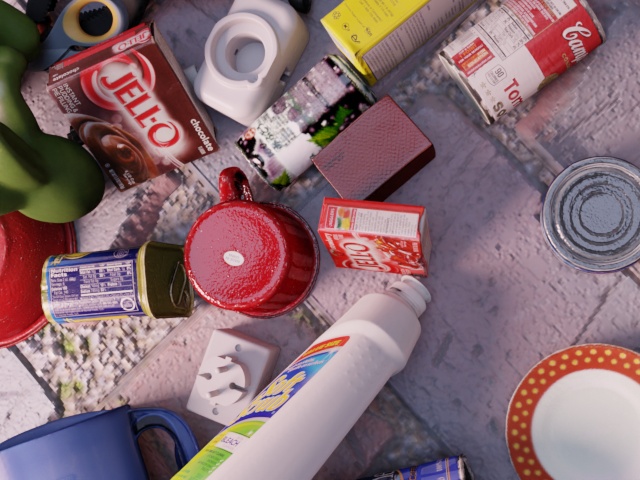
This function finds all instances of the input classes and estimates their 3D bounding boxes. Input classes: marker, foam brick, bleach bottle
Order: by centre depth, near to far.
[{"bbox_3d":[-0.011,0.121,0.764,0.068,0.103,0.250,48,67,-11],"label":"bleach bottle"},{"bbox_3d":[0.041,-0.063,0.804,0.078,0.051,0.053,-39,79,6],"label":"foam brick"},{"bbox_3d":[-0.150,-0.107,0.861,0.121,0.020,0.020,-25,82,9],"label":"marker"}]

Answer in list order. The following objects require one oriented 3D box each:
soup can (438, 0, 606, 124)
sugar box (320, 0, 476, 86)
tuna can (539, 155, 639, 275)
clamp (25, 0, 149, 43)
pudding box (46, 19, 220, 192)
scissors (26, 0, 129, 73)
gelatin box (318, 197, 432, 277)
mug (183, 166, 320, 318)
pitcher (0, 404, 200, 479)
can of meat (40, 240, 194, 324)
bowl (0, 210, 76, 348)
[{"bbox_3d":[0.146,-0.141,0.780,0.102,0.068,0.068,-36,80,7],"label":"soup can"},{"bbox_3d":[0.087,-0.192,0.782,0.176,0.093,0.048,-41,80,5],"label":"sugar box"},{"bbox_3d":[0.204,-0.018,0.777,0.086,0.033,0.086,-1,86,11],"label":"tuna can"},{"bbox_3d":[-0.150,-0.211,0.835,0.164,0.036,0.210,43,120,-16],"label":"clamp"},{"bbox_3d":[-0.141,-0.101,0.816,0.090,0.113,0.039,-22,42,10],"label":"pudding box"},{"bbox_3d":[-0.228,-0.162,0.853,0.202,0.016,0.096,16,116,15],"label":"scissors"},{"bbox_3d":[0.042,-0.001,0.780,0.073,0.089,0.030,7,72,11],"label":"gelatin box"},{"bbox_3d":[-0.055,0.001,0.803,0.093,0.081,0.117,-11,84,10],"label":"mug"},{"bbox_3d":[-0.157,0.248,0.789,0.149,0.144,0.243,-23,85,36],"label":"pitcher"},{"bbox_3d":[-0.152,0.034,0.811,0.084,0.102,0.057,-6,86,13],"label":"can of meat"},{"bbox_3d":[-0.283,0.009,0.861,0.162,0.055,0.162,-1,86,11],"label":"bowl"}]
